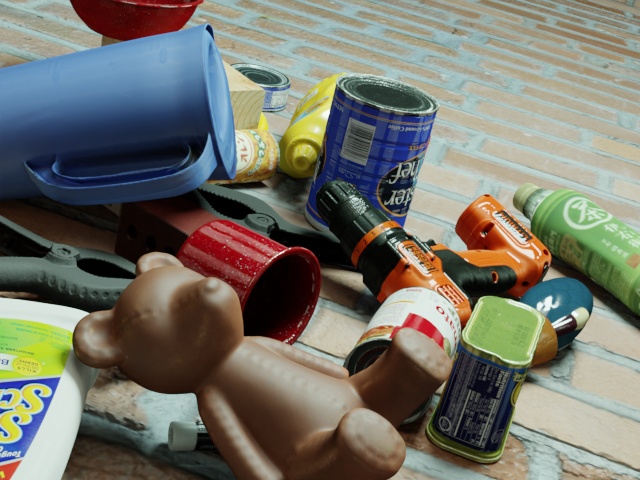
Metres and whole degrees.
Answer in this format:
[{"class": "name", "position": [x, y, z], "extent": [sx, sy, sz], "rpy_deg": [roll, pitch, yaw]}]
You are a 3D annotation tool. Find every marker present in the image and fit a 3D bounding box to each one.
[{"class": "marker", "position": [-0.039, 0.130, 0.703], "extent": [0.121, 0.020, 0.020], "rpy_deg": [5, 27, -20]}]

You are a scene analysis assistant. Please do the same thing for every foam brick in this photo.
[{"class": "foam brick", "position": [-0.126, -0.003, 0.896], "extent": [0.078, 0.053, 0.051], "rpy_deg": [27, 28, 27]}]

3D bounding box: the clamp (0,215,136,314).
[{"class": "clamp", "position": [-0.207, 0.026, 0.809], "extent": [0.171, 0.039, 0.120], "rpy_deg": [16, 26, 3]}]

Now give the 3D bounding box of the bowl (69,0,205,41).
[{"class": "bowl", "position": [-0.208, -0.257, 1.168], "extent": [0.162, 0.055, 0.162], "rpy_deg": [11, 26, -5]}]

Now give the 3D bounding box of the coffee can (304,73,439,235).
[{"class": "coffee can", "position": [0.048, -0.079, 1.044], "extent": [0.102, 0.140, 0.103], "rpy_deg": [11, 25, -6]}]

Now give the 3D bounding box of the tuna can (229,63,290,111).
[{"class": "tuna can", "position": [-0.081, -0.193, 1.342], "extent": [0.086, 0.034, 0.086], "rpy_deg": [11, 25, -6]}]

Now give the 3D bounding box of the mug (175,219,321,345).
[{"class": "mug", "position": [-0.067, 0.042, 0.808], "extent": [0.082, 0.093, 0.117], "rpy_deg": [26, 63, 33]}]

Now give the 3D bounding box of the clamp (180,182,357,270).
[{"class": "clamp", "position": [-0.056, 0.001, 0.943], "extent": [0.210, 0.036, 0.164], "rpy_deg": [26, 27, 17]}]

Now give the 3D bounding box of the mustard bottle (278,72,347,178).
[{"class": "mustard bottle", "position": [-0.005, -0.116, 1.149], "extent": [0.058, 0.096, 0.191], "rpy_deg": [45, 23, -11]}]

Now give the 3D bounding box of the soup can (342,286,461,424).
[{"class": "soup can", "position": [0.063, 0.083, 0.796], "extent": [0.068, 0.068, 0.102], "rpy_deg": [20, 25, 12]}]

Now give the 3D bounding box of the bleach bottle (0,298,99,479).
[{"class": "bleach bottle", "position": [-0.182, 0.126, 0.588], "extent": [0.102, 0.068, 0.251], "rpy_deg": [10, 28, -11]}]

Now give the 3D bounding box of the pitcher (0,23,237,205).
[{"class": "pitcher", "position": [-0.196, -0.094, 0.901], "extent": [0.243, 0.145, 0.149], "rpy_deg": [-9, -1, 4]}]

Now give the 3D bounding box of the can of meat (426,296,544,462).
[{"class": "can of meat", "position": [0.122, 0.097, 0.779], "extent": [0.057, 0.084, 0.102], "rpy_deg": [20, 25, 12]}]

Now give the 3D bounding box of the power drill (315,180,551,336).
[{"class": "power drill", "position": [0.104, 0.006, 0.955], "extent": [0.187, 0.057, 0.184], "rpy_deg": [-12, 53, -43]}]
